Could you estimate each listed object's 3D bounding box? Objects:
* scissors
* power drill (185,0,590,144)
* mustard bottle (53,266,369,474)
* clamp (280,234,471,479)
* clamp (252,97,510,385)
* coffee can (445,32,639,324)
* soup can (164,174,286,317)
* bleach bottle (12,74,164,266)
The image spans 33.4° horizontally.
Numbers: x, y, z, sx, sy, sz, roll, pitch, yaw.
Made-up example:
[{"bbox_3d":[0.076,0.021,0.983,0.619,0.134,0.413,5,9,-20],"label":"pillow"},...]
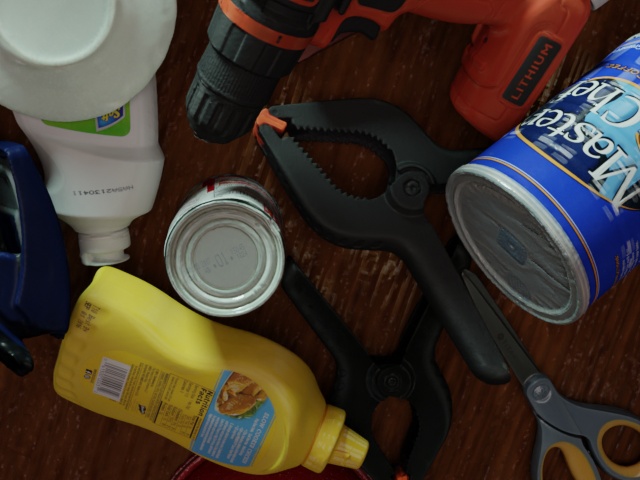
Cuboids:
[{"bbox_3d":[0.160,0.095,0.688,0.096,0.016,0.202,-19,107,-4],"label":"scissors"},{"bbox_3d":[0.036,-0.112,0.574,0.187,0.057,0.185,13,125,-30],"label":"power drill"},{"bbox_3d":[-0.061,0.092,0.644,0.191,0.058,0.096,24,127,0],"label":"mustard bottle"},{"bbox_3d":[0.051,0.078,0.676,0.120,0.039,0.171,-15,101,3],"label":"clamp"},{"bbox_3d":[0.053,-0.017,0.640,0.210,0.036,0.164,19,75,-4],"label":"clamp"},{"bbox_3d":[0.155,-0.036,0.591,0.140,0.103,0.103,-37,101,-16],"label":"coffee can"},{"bbox_3d":[-0.054,0.001,0.622,0.068,0.102,0.068,-1,100,-4],"label":"soup can"},{"bbox_3d":[-0.148,-0.109,0.618,0.102,0.068,0.251,-5,103,-2],"label":"bleach bottle"}]
